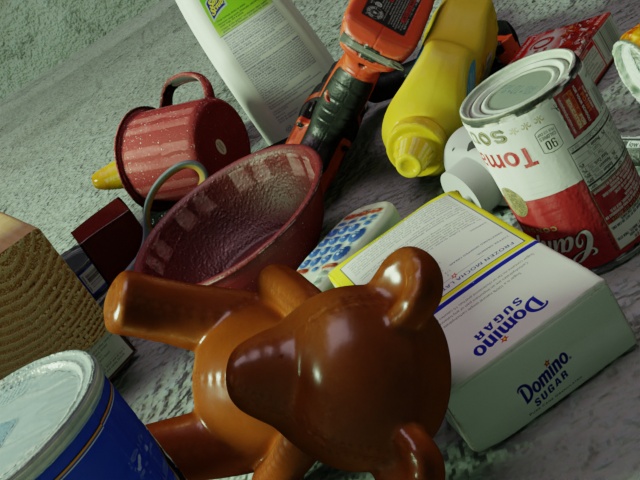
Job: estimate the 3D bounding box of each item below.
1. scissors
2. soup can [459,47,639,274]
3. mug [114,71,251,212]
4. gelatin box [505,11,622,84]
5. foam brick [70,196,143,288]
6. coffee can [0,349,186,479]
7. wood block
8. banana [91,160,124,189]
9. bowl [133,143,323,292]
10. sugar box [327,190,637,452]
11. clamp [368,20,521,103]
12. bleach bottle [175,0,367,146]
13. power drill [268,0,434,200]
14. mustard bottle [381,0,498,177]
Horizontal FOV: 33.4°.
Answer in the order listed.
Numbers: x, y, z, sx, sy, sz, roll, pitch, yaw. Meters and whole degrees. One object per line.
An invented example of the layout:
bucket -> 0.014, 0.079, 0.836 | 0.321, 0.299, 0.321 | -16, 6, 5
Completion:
scissors -> -0.129, 0.032, 0.862 | 0.202, 0.096, 0.016 | -63, 15, 10
soup can -> 0.125, -0.040, 0.557 | 0.068, 0.102, 0.068 | -28, 22, 12
mug -> -0.113, -0.086, 0.904 | 0.082, 0.093, 0.117 | -7, 75, 33
gelatin box -> 0.170, -0.126, 0.781 | 0.073, 0.030, 0.089 | -10, 30, 46
foam brick -> -0.164, 0.013, 0.890 | 0.051, 0.078, 0.053 | -35, 21, -9
coffee can -> -0.096, 0.131, 0.446 | 0.103, 0.140, 0.103 | -28, 21, 12
wood block -> -0.240, 0.043, 0.805 | 0.090, 0.090, 0.206 | -41, 20, -16
banana -> -0.141, -0.090, 1.095 | 0.070, 0.037, 0.197 | -19, 6, 45
bowl -> -0.055, 0.001, 0.777 | 0.162, 0.055, 0.162 | -27, 29, 16
sugar box -> 0.074, 0.034, 0.551 | 0.093, 0.048, 0.176 | -35, 25, -3
clamp -> 0.122, -0.165, 0.926 | 0.120, 0.039, 0.172 | -50, 29, -23
bleach bottle -> -0.063, -0.200, 0.967 | 0.102, 0.250, 0.068 | -37, 21, -9
power drill -> 0.028, -0.131, 0.844 | 0.188, 0.057, 0.184 | 119, 174, -49
mustard bottle -> 0.084, -0.101, 0.770 | 0.058, 0.096, 0.191 | 18, 38, 7
